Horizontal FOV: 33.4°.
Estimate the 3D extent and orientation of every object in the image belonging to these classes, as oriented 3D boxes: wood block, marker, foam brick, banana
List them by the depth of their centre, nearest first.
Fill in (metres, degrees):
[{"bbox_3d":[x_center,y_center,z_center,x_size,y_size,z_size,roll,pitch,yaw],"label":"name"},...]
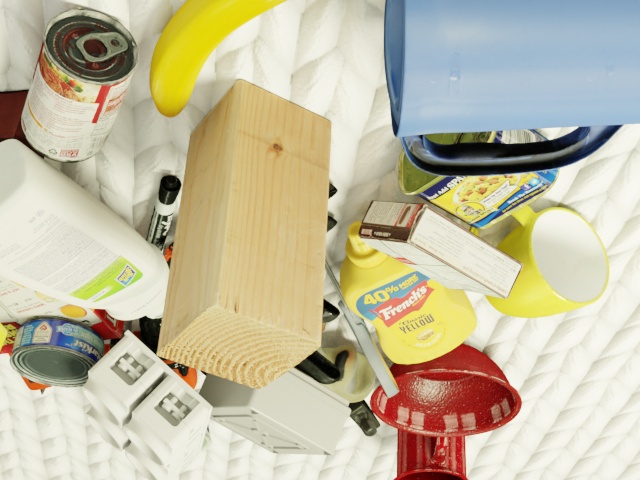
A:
[{"bbox_3d":[-0.073,-0.147,0.760,0.069,0.037,0.198,32,136,-33],"label":"banana"},{"bbox_3d":[-0.053,-0.006,0.811,0.090,0.206,0.090,22,141,-25],"label":"wood block"},{"bbox_3d":[-0.265,-0.084,0.856,0.078,0.051,0.053,-2,145,9],"label":"foam brick"},{"bbox_3d":[-0.144,-0.020,0.963,0.020,0.020,0.121,12,144,-11],"label":"marker"}]

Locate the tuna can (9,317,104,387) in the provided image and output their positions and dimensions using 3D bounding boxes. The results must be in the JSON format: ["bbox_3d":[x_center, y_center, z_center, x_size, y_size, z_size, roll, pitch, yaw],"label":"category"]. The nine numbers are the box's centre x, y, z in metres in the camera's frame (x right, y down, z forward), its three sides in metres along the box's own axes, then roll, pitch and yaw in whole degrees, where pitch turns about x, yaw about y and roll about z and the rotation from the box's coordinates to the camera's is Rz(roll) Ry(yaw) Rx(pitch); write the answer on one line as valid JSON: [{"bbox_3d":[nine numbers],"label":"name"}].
[{"bbox_3d":[-0.250,0.107,1.019,0.086,0.033,0.086,3,147,2],"label":"tuna can"}]

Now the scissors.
[{"bbox_3d":[0.028,0.066,1.056,0.016,0.096,0.201,-27,109,1],"label":"scissors"}]

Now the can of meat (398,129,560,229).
[{"bbox_3d":[0.127,-0.060,0.848,0.083,0.057,0.102,27,139,-31],"label":"can of meat"}]

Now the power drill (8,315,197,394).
[{"bbox_3d":[-0.227,0.111,1.123,0.187,0.057,0.184,2,145,3],"label":"power drill"}]

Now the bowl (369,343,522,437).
[{"bbox_3d":[0.134,0.155,1.151,0.162,0.055,0.162,3,145,2],"label":"bowl"}]

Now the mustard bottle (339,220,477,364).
[{"bbox_3d":[0.072,0.042,0.993,0.096,0.058,0.191,-24,137,13],"label":"mustard bottle"}]

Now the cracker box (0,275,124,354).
[{"bbox_3d":[-0.302,0.022,0.993,0.164,0.072,0.213,-9,144,20],"label":"cracker box"}]

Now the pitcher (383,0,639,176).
[{"bbox_3d":[0.162,-0.124,0.693,0.243,0.145,0.149,1,172,0],"label":"pitcher"}]

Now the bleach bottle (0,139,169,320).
[{"bbox_3d":[-0.207,0.013,0.896,0.102,0.068,0.250,-32,146,8],"label":"bleach bottle"}]

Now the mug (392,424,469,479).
[{"bbox_3d":[0.132,0.247,1.260,0.093,0.081,0.117,4,145,0],"label":"mug"}]

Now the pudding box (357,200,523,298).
[{"bbox_3d":[0.100,0.007,0.898,0.113,0.039,0.090,27,171,-25],"label":"pudding box"}]

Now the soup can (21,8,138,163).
[{"bbox_3d":[-0.181,-0.112,0.793,0.068,0.068,0.102,16,144,-17],"label":"soup can"}]
